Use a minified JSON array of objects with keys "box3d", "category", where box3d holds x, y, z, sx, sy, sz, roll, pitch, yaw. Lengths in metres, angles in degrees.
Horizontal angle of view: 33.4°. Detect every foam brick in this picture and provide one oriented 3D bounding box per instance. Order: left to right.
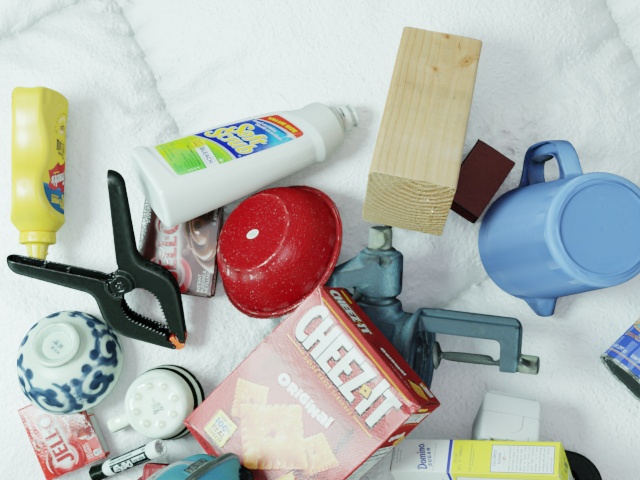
[{"box3d":[0.175,-0.066,1.200,0.051,0.053,0.078,35,86,6],"category":"foam brick"}]

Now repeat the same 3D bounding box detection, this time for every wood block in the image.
[{"box3d":[0.110,-0.120,1.148,0.090,0.091,0.206,12,58,4],"category":"wood block"}]

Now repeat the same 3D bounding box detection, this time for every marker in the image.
[{"box3d":[-0.214,0.242,1.170,0.121,0.020,0.020,-27,82,35],"category":"marker"}]

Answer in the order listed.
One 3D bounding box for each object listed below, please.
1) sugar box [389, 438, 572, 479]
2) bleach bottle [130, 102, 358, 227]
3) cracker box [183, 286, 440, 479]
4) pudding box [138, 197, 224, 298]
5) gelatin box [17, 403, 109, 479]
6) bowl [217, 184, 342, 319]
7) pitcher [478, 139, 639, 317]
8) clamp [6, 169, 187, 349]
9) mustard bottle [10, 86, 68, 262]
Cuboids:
[{"box3d":[0.170,0.246,1.120,0.176,0.093,0.048,0,54,21],"category":"sugar box"},{"box3d":[-0.077,-0.101,1.191,0.250,0.068,0.103,-24,45,-17],"category":"bleach bottle"},{"box3d":[-0.013,0.177,1.093,0.214,0.072,0.164,-46,71,14],"category":"cracker box"},{"box3d":[-0.159,0.005,1.213,0.090,0.039,0.113,6,84,4],"category":"pudding box"},{"box3d":[-0.288,0.216,1.201,0.073,0.030,0.089,-23,83,0],"category":"gelatin box"},{"box3d":[-0.058,0.001,1.160,0.162,0.055,0.162,-17,57,28],"category":"bowl"},{"box3d":[0.250,-0.014,1.095,0.149,0.243,0.145,43,85,0],"category":"pitcher"},{"box3d":[-0.215,0.034,1.169,0.210,0.036,0.165,41,106,-14],"category":"clamp"},{"box3d":[-0.317,-0.071,1.200,0.058,0.096,0.191,0,84,1],"category":"mustard bottle"}]
